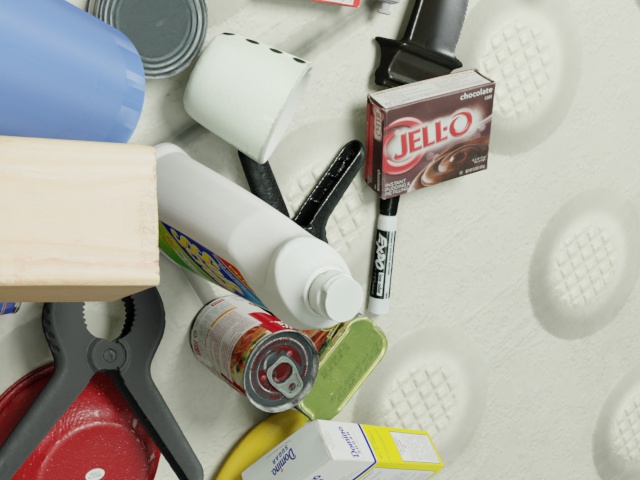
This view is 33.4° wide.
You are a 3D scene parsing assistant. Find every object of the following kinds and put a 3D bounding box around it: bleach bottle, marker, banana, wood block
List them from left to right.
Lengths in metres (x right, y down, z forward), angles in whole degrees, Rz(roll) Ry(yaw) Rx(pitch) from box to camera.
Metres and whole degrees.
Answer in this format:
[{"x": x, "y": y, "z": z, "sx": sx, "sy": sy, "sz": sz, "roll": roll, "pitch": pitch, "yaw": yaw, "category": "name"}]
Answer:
[{"x": -0.209, "y": -0.011, "z": 0.635, "sx": 0.205, "sy": 0.091, "sz": 0.090, "roll": 1, "pitch": 81, "yaw": -29, "category": "wood block"}, {"x": -0.055, "y": 0.001, "z": 0.753, "sx": 0.068, "sy": 0.251, "sz": 0.102, "roll": -44, "pitch": 122, "yaw": -15, "category": "bleach bottle"}, {"x": -0.067, "y": 0.224, "z": 0.942, "sx": 0.069, "sy": 0.037, "sz": 0.198, "roll": 38, "pitch": 83, "yaw": -34, "category": "banana"}, {"x": 0.058, "y": 0.008, "z": 0.969, "sx": 0.020, "sy": 0.020, "sz": 0.121, "roll": -4, "pitch": 106, "yaw": -32, "category": "marker"}]

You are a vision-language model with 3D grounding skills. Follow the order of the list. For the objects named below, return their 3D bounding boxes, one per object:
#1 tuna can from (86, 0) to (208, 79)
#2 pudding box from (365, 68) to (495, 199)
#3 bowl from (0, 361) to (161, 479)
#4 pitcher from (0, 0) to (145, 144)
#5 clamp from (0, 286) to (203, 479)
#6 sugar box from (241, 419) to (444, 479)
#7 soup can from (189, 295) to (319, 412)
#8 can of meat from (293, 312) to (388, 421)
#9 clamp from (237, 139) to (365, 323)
[{"x": -0.129, "y": -0.164, "z": 0.791, "sx": 0.086, "sy": 0.034, "sz": 0.086, "roll": -10, "pitch": 109, "yaw": -30, "category": "tuna can"}, {"x": 0.094, "y": -0.094, "z": 0.932, "sx": 0.113, "sy": 0.039, "sz": 0.090, "roll": -18, "pitch": 131, "yaw": -22, "category": "pudding box"}, {"x": -0.188, "y": 0.176, "z": 0.841, "sx": 0.161, "sy": 0.055, "sz": 0.162, "roll": -10, "pitch": 109, "yaw": -31, "category": "bowl"}, {"x": -0.230, "y": -0.119, "z": 0.658, "sx": 0.145, "sy": 0.149, "sz": 0.242, "roll": -28, "pitch": 159, "yaw": 24, "category": "pitcher"}, {"x": -0.172, "y": 0.092, "z": 0.796, "sx": 0.164, "sy": 0.036, "sz": 0.210, "roll": -2, "pitch": 82, "yaw": -30, "category": "clamp"}, {"x": 0.023, "y": 0.201, "z": 0.939, "sx": 0.093, "sy": 0.048, "sz": 0.176, "roll": -40, "pitch": 145, "yaw": 23, "category": "sugar box"}, {"x": -0.056, "y": 0.090, "z": 0.870, "sx": 0.068, "sy": 0.102, "sz": 0.068, "roll": -10, "pitch": 109, "yaw": -30, "category": "soup can"}, {"x": -0.002, "y": 0.099, "z": 0.918, "sx": 0.102, "sy": 0.084, "sz": 0.057, "roll": -51, "pitch": 124, "yaw": -9, "category": "can of meat"}, {"x": -0.015, "y": -0.012, "z": 0.906, "sx": 0.120, "sy": 0.039, "sz": 0.171, "roll": -7, "pitch": 111, "yaw": -26, "category": "clamp"}]
